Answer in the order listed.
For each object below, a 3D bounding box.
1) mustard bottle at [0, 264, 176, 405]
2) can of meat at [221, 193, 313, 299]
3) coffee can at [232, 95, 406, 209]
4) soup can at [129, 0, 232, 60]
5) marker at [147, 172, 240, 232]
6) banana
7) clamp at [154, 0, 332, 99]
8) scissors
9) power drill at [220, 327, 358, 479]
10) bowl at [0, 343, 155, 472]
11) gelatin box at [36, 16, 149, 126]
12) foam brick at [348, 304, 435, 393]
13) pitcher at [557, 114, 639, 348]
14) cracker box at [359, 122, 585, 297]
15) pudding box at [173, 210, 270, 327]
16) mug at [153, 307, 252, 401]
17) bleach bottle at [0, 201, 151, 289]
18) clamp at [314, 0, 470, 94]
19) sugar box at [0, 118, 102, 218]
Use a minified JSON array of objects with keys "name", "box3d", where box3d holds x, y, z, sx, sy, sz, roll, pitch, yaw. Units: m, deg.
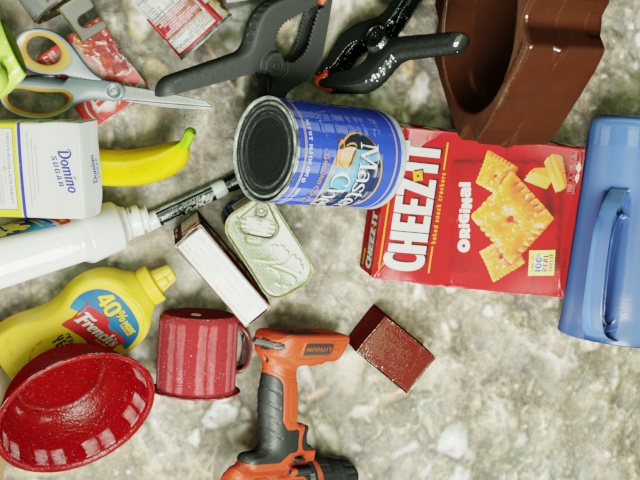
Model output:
[{"name":"mustard bottle","box3d":[-0.232,0.082,1.088,0.191,0.058,0.096,-32,117,-4]},{"name":"can of meat","box3d":[-0.057,0.001,1.092,0.057,0.084,0.102,-33,104,-3]},{"name":"coffee can","box3d":[0.000,-0.084,1.049,0.140,0.103,0.103,1,101,-40]},{"name":"soup can","box3d":[-0.145,-0.237,1.043,0.068,0.068,0.102,-42,104,-1]},{"name":"marker","box3d":[-0.127,-0.043,1.105,0.121,0.020,0.020,-26,103,-5]},{"name":"banana","box3d":[-0.212,-0.084,1.060,0.198,0.037,0.069,-2,127,8]},{"name":"clamp","box3d":[-0.062,-0.176,1.059,0.164,0.036,0.210,35,82,-40]},{"name":"scissors","box3d":[-0.211,-0.164,1.039,0.201,0.016,0.096,-7,102,-7]},{"name":"power drill","box3d":[-0.018,0.188,1.123,0.184,0.057,0.187,7,89,-47]},{"name":"bowl","box3d":[-0.248,0.154,1.051,0.162,0.055,0.162,-19,137,-19]},{"name":"gelatin box","box3d":[-0.225,-0.165,1.061,0.073,0.030,0.089,-35,104,-2]},{"name":"foam brick","box3d":[0.075,0.117,1.151,0.078,0.053,0.051,40,91,-13]},{"name":"pitcher","box3d":[0.326,-0.009,1.129,0.145,0.149,0.243,3,96,-11]},{"name":"cracker box","box3d":[0.161,-0.033,1.130,0.213,0.072,0.164,6,98,-10]},{"name":"pudding box","box3d":[-0.101,0.028,1.086,0.039,0.090,0.113,-42,104,0]},{"name":"mug","box3d":[-0.118,0.115,1.106,0.117,0.093,0.081,-1,96,-41]},{"name":"bleach bottle","box3d":[-0.293,0.009,1.055,0.250,0.103,0.068,-16,105,-13]},{"name":"clamp","box3d":[0.067,-0.208,1.073,0.172,0.120,0.039,-21,143,28]},{"name":"sugar box","box3d":[-0.298,-0.070,1.025,0.176,0.048,0.093,2,102,13]}]
